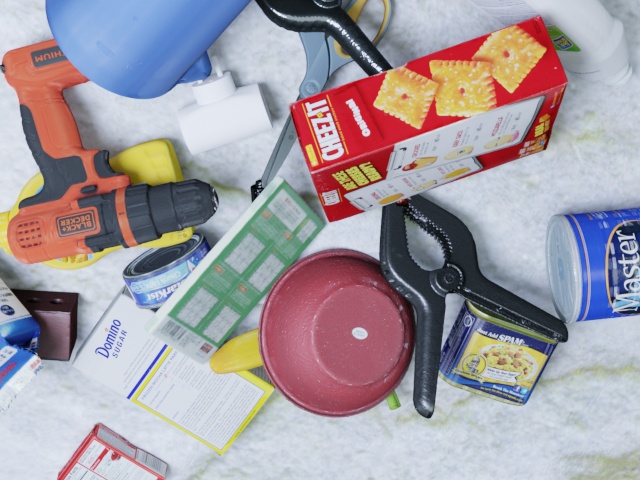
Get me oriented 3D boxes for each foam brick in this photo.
[{"bbox_3d":[-0.272,0.079,1.013,0.078,0.053,0.051,3,109,-5],"label":"foam brick"}]

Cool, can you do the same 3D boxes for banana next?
[{"bbox_3d":[-0.008,0.111,1.031,0.197,0.069,0.037,13,147,-15],"label":"banana"}]

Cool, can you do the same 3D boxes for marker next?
[{"bbox_3d":[-0.057,0.001,1.014,0.020,0.020,0.121,-1,110,-3],"label":"marker"}]

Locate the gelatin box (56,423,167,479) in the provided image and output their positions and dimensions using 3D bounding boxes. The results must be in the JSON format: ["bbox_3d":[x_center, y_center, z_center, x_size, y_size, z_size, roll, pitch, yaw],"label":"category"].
[{"bbox_3d":[-0.212,0.238,1.085,0.089,0.030,0.073,34,106,-14],"label":"gelatin box"}]

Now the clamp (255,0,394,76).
[{"bbox_3d":[0.009,-0.198,0.909,0.171,0.039,0.120,10,74,-1],"label":"clamp"}]

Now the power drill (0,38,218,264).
[{"bbox_3d":[-0.191,-0.083,0.917,0.184,0.057,0.187,-12,83,2],"label":"power drill"}]

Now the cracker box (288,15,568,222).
[{"bbox_3d":[0.090,-0.098,0.908,0.213,0.164,0.072,-18,75,2],"label":"cracker box"}]

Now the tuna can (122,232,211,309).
[{"bbox_3d":[-0.138,0.027,0.984,0.086,0.086,0.034,-23,108,5],"label":"tuna can"}]

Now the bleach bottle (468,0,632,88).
[{"bbox_3d":[0.178,-0.206,0.905,0.250,0.103,0.068,32,84,-34],"label":"bleach bottle"}]

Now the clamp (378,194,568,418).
[{"bbox_3d":[0.125,0.040,0.985,0.164,0.036,0.210,-19,77,-17],"label":"clamp"}]

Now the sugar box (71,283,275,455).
[{"bbox_3d":[-0.141,0.126,1.041,0.176,0.048,0.093,35,103,-10],"label":"sugar box"}]

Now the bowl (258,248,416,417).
[{"bbox_3d":[0.026,0.088,0.997,0.162,0.055,0.162,1,88,-19],"label":"bowl"}]

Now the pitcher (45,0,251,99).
[{"bbox_3d":[-0.107,-0.228,0.815,0.243,0.148,0.145,-34,78,41],"label":"pitcher"}]

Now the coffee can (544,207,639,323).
[{"bbox_3d":[0.291,0.020,0.996,0.140,0.103,0.103,-6,110,-2],"label":"coffee can"}]

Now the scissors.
[{"bbox_3d":[-0.019,-0.152,0.940,0.096,0.016,0.202,41,88,-7],"label":"scissors"}]

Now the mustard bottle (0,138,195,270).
[{"bbox_3d":[-0.217,-0.024,0.975,0.191,0.058,0.096,-15,103,2],"label":"mustard bottle"}]

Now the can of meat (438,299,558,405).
[{"bbox_3d":[0.173,0.107,1.045,0.102,0.057,0.084,19,110,-9],"label":"can of meat"}]
